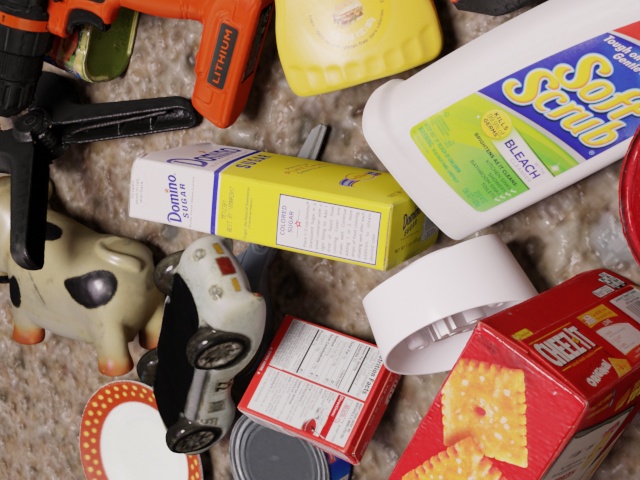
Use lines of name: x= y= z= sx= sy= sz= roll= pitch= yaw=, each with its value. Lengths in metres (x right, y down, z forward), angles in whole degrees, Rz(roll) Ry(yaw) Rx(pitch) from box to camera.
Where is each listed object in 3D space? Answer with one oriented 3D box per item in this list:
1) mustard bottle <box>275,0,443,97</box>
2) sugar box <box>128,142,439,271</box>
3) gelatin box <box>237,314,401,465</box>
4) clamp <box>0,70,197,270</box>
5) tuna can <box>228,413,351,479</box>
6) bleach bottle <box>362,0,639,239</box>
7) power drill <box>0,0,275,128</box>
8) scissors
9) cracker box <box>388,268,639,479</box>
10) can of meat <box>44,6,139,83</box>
mustard bottle: x=0.002 y=-0.186 z=0.614 sx=0.096 sy=0.058 sz=0.191 roll=-14 pitch=107 yaw=12
sugar box: x=-0.021 y=-0.026 z=0.660 sx=0.176 sy=0.093 sz=0.048 roll=14 pitch=106 yaw=23
gelatin box: x=0.001 y=0.097 z=0.702 sx=0.089 sy=0.030 sz=0.073 roll=17 pitch=70 yaw=30
clamp: x=-0.196 y=-0.082 z=0.791 sx=0.210 sy=0.164 sz=0.036 roll=40 pitch=165 yaw=40
tuna can: x=-0.021 y=0.153 z=0.748 sx=0.086 sy=0.033 sz=0.086 roll=8 pitch=104 yaw=33
bleach bottle: x=0.147 y=-0.095 z=0.552 sx=0.251 sy=0.068 sz=0.102 roll=-30 pitch=109 yaw=34
power drill: x=-0.133 y=-0.141 z=0.703 sx=0.187 sy=0.057 sz=0.185 roll=21 pitch=118 yaw=2
scissors: x=-0.055 y=0.001 z=0.751 sx=0.096 sy=0.016 sz=0.202 roll=24 pitch=112 yaw=29
cracker box: x=0.097 y=0.126 z=0.581 sx=0.072 sy=0.163 sz=0.214 roll=39 pitch=119 yaw=24
can of meat: x=-0.179 y=-0.173 z=0.775 sx=0.084 sy=0.057 sz=0.102 roll=26 pitch=114 yaw=25
